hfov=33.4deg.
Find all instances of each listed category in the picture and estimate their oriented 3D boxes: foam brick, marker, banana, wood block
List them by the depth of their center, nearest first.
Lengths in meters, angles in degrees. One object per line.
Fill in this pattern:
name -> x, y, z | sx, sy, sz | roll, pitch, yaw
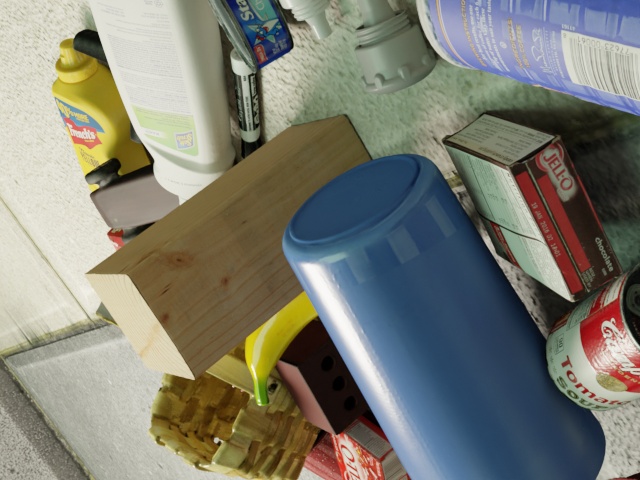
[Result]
wood block -> -0.055, 0.002, 0.789 | 0.091, 0.205, 0.090 | -1, 124, 59
banana -> 0.007, 0.049, 0.827 | 0.198, 0.037, 0.069 | -38, 97, 22
marker -> -0.059, -0.108, 0.871 | 0.020, 0.020, 0.121 | 38, 152, 26
foam brick -> 0.003, 0.115, 0.897 | 0.051, 0.053, 0.078 | 13, 137, 57

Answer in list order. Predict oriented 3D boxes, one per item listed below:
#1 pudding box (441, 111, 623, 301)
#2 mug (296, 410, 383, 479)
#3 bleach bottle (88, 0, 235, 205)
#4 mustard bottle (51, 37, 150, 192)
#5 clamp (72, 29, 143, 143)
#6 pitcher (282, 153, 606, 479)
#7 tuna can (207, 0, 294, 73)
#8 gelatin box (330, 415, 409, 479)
pudding box -> 0.120, -0.023, 0.620 | 0.090, 0.039, 0.113 | 62, 174, -18
mug -> 0.018, 0.184, 1.049 | 0.081, 0.117, 0.093 | 39, -154, -32
bleach bottle -> -0.125, -0.125, 0.864 | 0.103, 0.068, 0.251 | 16, 136, 22
mustard bottle -> -0.226, -0.121, 1.088 | 0.096, 0.058, 0.191 | 29, 146, 36
clamp -> -0.170, -0.163, 0.962 | 0.120, 0.039, 0.172 | 49, 149, -5
pitcher -> 0.078, 0.063, 0.701 | 0.149, 0.144, 0.242 | 10, 137, 58
tuna can -> -0.053, -0.161, 0.740 | 0.086, 0.033, 0.086 | 59, 176, 6
gelatin box -> 0.045, 0.202, 0.961 | 0.073, 0.030, 0.089 | 32, 146, 43
